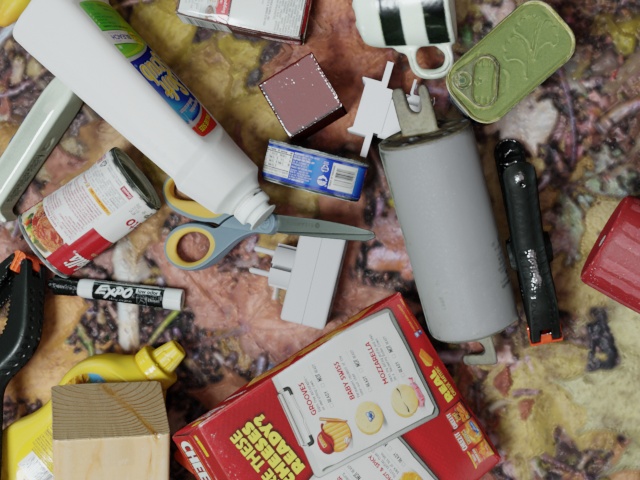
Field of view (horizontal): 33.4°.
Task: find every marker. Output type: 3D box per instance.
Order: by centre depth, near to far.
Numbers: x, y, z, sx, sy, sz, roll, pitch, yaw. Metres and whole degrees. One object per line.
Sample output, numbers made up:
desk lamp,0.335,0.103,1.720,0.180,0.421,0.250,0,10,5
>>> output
marker,-0.180,0.045,0.935,0.121,0.020,0.020,7,92,5

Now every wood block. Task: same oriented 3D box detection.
wood block,-0.171,0.228,0.867,0.090,0.091,0.206,-1,110,-13

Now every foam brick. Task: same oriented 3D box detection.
foam brick,-0.013,-0.117,0.885,0.051,0.078,0.053,-31,91,5

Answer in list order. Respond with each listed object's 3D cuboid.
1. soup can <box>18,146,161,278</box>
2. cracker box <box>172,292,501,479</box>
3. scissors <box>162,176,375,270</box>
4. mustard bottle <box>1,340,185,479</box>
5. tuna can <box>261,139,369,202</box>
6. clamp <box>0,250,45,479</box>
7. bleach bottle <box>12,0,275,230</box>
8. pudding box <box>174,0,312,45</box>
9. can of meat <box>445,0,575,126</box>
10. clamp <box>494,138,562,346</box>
soup can,-0.196,-0.025,0.911,0.102,0.068,0.068,-36,88,5
cracker box,0.016,0.164,0.842,0.213,0.072,0.164,-31,89,-32
scissors,-0.056,0.001,0.890,0.202,0.016,0.096,24,98,26
mustard bottle,-0.192,0.154,0.921,0.192,0.058,0.096,-41,89,6
tuna can,-0.005,-0.058,0.882,0.086,0.086,0.034,14,95,5
clamp,-0.305,0.106,0.928,0.165,0.036,0.210,15,81,31
bleach bottle,-0.133,-0.105,0.875,0.251,0.102,0.068,44,107,7
pudding box,-0.060,-0.221,0.906,0.113,0.039,0.090,12,92,3
can of meat,0.150,-0.139,0.865,0.102,0.084,0.057,-42,88,5
clamp,0.169,-0.001,0.872,0.039,0.120,0.171,-7,113,12
